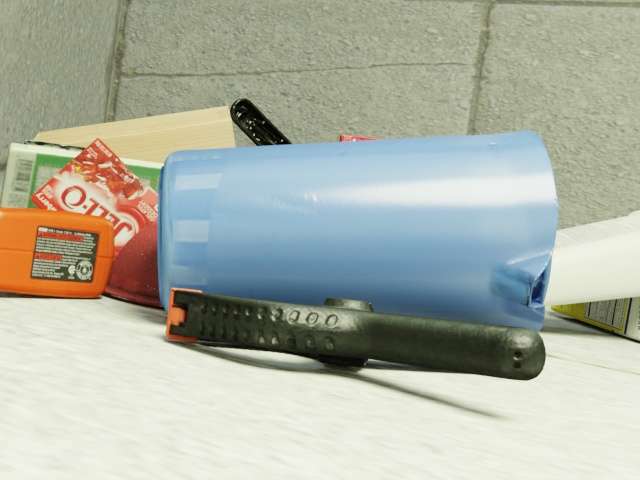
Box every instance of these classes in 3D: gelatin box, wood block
[{"bbox_3d":[-0.170,-0.025,0.840,0.089,0.073,0.030,43,-14,11],"label":"gelatin box"},{"bbox_3d":[-0.191,-0.079,1.131,0.206,0.091,0.090,-9,17,-5],"label":"wood block"}]

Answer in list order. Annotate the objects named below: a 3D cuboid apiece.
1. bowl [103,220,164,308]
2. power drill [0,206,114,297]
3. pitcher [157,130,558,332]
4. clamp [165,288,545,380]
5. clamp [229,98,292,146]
[{"bbox_3d":[-0.083,0.018,0.792,0.162,0.055,0.162,8,3,-1],"label":"bowl"},{"bbox_3d":[-0.249,-0.004,0.743,0.188,0.057,0.184,11,4,43],"label":"power drill"},{"bbox_3d":[0.020,-0.008,0.691,0.242,0.145,0.149,0,-17,-5],"label":"pitcher"},{"bbox_3d":[0.019,0.050,0.571,0.210,0.036,0.164,6,-5,2],"label":"clamp"},{"bbox_3d":[-0.012,-0.065,1.019,0.120,0.039,0.171,35,-9,34],"label":"clamp"}]
